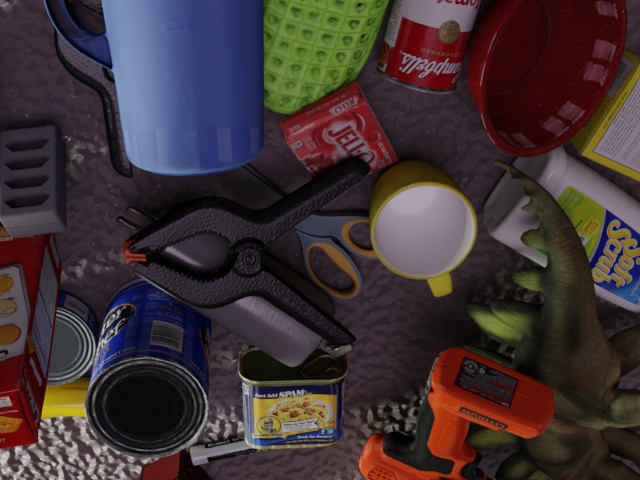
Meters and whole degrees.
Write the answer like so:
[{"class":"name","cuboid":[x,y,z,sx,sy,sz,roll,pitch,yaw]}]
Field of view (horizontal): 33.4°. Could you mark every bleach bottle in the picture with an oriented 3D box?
[{"class":"bleach bottle","cuboid":[0.274,0.005,0.963,0.250,0.068,0.103,27,114,-18]}]

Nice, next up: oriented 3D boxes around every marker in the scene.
[{"class":"marker","cuboid":[-0.069,0.202,1.060,0.121,0.020,0.020,-12,117,2]}]

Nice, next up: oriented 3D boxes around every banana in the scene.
[{"class":"banana","cuboid":[-0.220,0.160,1.023,0.197,0.037,0.070,1,134,-3]}]

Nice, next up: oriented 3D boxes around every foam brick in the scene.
[{"class":"foam brick","cuboid":[-0.138,0.257,1.064,0.051,0.053,0.078,-31,115,11]}]

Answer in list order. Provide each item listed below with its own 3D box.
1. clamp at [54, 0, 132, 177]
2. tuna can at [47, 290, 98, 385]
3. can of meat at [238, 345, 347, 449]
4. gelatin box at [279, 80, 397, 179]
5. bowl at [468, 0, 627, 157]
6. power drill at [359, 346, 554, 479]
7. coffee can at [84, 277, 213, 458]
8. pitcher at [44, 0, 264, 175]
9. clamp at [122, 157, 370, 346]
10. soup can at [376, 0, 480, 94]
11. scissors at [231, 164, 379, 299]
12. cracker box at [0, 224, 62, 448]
[{"class":"clamp","cuboid":[-0.166,-0.135,0.874,0.120,0.039,0.171,-44,111,3]},{"class":"tuna can","cuboid":[-0.248,0.089,0.984,0.086,0.034,0.086,-2,117,-3]},{"class":"can of meat","cuboid":[-0.026,0.150,1.017,0.102,0.057,0.084,-1,119,-3]},{"class":"gelatin box","cuboid":[0.016,-0.084,0.898,0.073,0.030,0.089,-25,144,8]},{"class":"bowl","cuboid":[0.172,-0.151,0.860,0.161,0.055,0.162,-20,127,-29]},{"class":"power drill","cuboid":[0.139,0.190,0.951,0.184,0.057,0.188,22,134,4]},{"class":"coffee can","cuboid":[-0.147,0.108,0.940,0.102,0.140,0.103,-2,117,-3]},{"class":"pitcher","cuboid":[-0.113,-0.176,0.793,0.149,0.144,0.243,15,116,39]},{"class":"clamp","cuboid":[-0.056,0.001,0.885,0.209,0.036,0.164,7,102,-16]},{"class":"soup can","cuboid":[0.090,-0.177,0.856,0.068,0.068,0.102,10,115,-9]},{"class":"scissors","cuboid":[-0.008,-0.032,0.951,0.096,0.016,0.201,-30,115,9]},{"class":"cracker box","cuboid":[-0.306,0.080,0.874,0.164,0.213,0.072,-8,128,-1]}]
